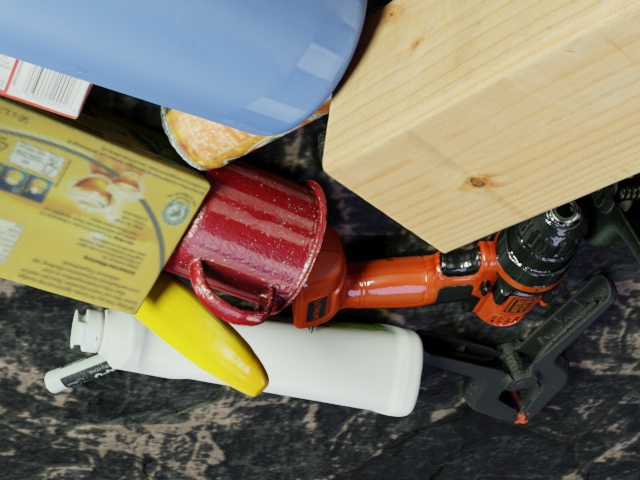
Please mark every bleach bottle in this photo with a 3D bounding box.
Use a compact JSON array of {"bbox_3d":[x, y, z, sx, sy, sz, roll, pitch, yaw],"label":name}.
[{"bbox_3d":[-0.057,0.082,0.797,0.250,0.068,0.103,9,177,-18],"label":"bleach bottle"}]

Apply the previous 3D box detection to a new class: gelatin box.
[{"bbox_3d":[-0.162,-0.101,0.535,0.089,0.073,0.030,18,113,-28],"label":"gelatin box"}]

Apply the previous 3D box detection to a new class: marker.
[{"bbox_3d":[-0.169,0.097,0.859,0.121,0.020,0.020,-21,142,21],"label":"marker"}]

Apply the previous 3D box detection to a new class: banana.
[{"bbox_3d":[-0.103,0.038,0.690,0.037,0.198,0.069,-54,131,-6],"label":"banana"}]

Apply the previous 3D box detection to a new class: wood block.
[{"bbox_3d":[0.106,-0.081,0.459,0.090,0.090,0.207,32,141,-31],"label":"wood block"}]

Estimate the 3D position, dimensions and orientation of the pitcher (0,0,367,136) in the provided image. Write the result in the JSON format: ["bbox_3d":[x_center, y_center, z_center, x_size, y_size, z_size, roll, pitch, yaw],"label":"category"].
[{"bbox_3d":[-0.107,-0.132,0.471,0.242,0.149,0.145,19,123,-35],"label":"pitcher"}]

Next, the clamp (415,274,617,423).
[{"bbox_3d":[0.154,0.105,0.895,0.164,0.036,0.210,-13,147,-4],"label":"clamp"}]

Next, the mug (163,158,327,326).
[{"bbox_3d":[-0.054,0.001,0.662,0.081,0.117,0.093,22,138,-26],"label":"mug"}]

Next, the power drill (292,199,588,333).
[{"bbox_3d":[0.074,0.017,0.725,0.187,0.057,0.184,0,157,-4],"label":"power drill"}]
